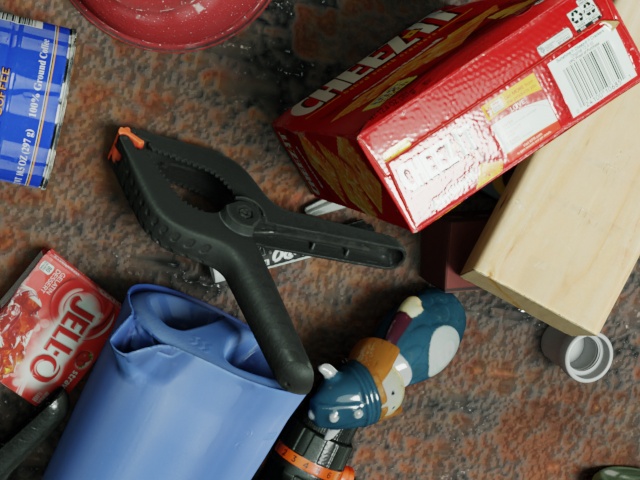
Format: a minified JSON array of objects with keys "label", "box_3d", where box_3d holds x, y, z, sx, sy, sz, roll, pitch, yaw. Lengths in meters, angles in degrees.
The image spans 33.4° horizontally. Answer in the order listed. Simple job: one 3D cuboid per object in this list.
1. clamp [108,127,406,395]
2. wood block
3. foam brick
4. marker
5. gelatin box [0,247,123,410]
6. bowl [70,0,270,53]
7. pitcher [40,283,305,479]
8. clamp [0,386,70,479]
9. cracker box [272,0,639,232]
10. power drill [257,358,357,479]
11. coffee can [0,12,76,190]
[{"label":"clamp","box_3d":[-0.055,0.001,0.693,0.210,0.164,0.036,32,129,-1]},{"label":"wood block","box_3d":[0.182,-0.048,0.707,0.090,0.091,0.206,28,87,4]},{"label":"foam brick","box_3d":[0.118,0.006,0.781,0.078,0.053,0.051,-3,101,-16]},{"label":"marker","box_3d":[-0.019,0.006,0.760,0.121,0.020,0.020,-14,104,-13]},{"label":"gelatin box","box_3d":[-0.183,0.061,0.718,0.073,0.030,0.089,40,88,-19]},{"label":"bowl","box_3d":[-0.099,-0.190,0.655,0.162,0.055,0.162,1,111,3]},{"label":"pitcher","box_3d":[-0.113,0.162,0.710,0.149,0.145,0.243,28,98,-11]},{"label":"clamp","box_3d":[-0.248,0.152,0.704,0.120,0.039,0.171,24,103,-3]},{"label":"cracker box","box_3d":[0.072,-0.088,0.666,0.164,0.214,0.072,-34,106,-8]},{"label":"power drill","box_3d":[0.042,0.200,0.796,0.187,0.057,0.184,27,92,-17]},{"label":"coffee can","box_3d":[-0.226,-0.093,0.639,0.140,0.103,0.103,11,97,-18]}]
